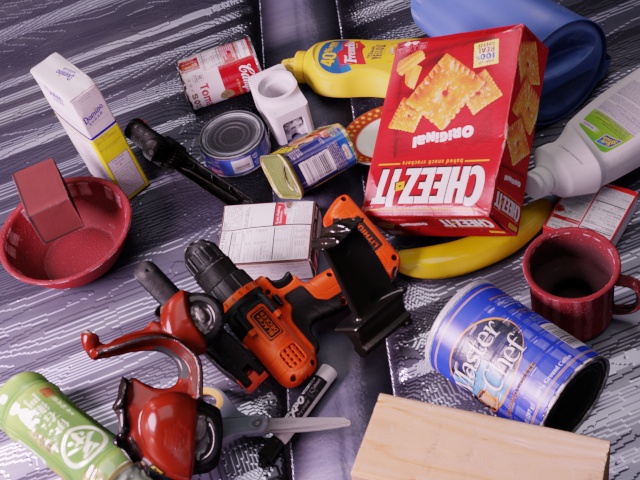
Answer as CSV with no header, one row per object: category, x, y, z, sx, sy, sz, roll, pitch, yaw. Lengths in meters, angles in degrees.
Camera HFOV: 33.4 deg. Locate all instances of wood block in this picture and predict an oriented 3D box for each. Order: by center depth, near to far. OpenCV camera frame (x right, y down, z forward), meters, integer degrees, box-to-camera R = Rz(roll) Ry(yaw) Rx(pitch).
wood block,0.143,0.213,0.943,0.206,0.091,0.090,9,53,21

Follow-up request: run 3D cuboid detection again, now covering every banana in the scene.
banana,0.161,0.003,1.147,0.198,0.037,0.069,-15,51,1

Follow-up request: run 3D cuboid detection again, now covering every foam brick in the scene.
foam brick,-0.311,-0.045,1.221,0.051,0.053,0.078,-26,51,-7

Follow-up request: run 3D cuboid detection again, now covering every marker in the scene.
marker,-0.024,0.174,1.063,0.020,0.020,0.121,23,60,29

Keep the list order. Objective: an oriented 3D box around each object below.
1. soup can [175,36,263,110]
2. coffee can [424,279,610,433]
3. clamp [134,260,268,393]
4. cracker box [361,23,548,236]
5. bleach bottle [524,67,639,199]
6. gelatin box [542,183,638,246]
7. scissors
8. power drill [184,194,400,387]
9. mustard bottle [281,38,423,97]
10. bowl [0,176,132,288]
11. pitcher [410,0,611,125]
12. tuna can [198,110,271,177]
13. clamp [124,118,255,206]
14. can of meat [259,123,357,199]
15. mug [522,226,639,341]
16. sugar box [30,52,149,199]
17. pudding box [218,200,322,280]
soup can,-0.129,-0.215,1.380,0.102,0.068,0.068,-19,49,-1
coffee can,0.184,0.115,1.006,0.102,0.103,0.140,-41,54,-20
clamp,-0.127,0.089,1.098,0.172,0.120,0.039,33,75,28
cracker box,0.142,-0.115,1.140,0.164,0.072,0.213,1,71,39
bleach bottle,0.315,-0.117,1.165,0.250,0.068,0.103,-29,50,-22
gelatin box,0.289,-0.024,1.143,0.073,0.030,0.089,21,58,26
scissors,-0.068,0.170,1.061,0.202,0.016,0.096,-17,43,11
power drill,-0.025,0.034,1.116,0.187,0.057,0.184,-37,81,-19
mustard bottle,0.043,-0.218,1.345,0.192,0.058,0.096,3,44,17
bowl,-0.290,0.002,1.249,0.162,0.055,0.162,-7,50,8
pitcher,0.226,-0.253,1.296,0.145,0.149,0.243,-42,49,-1
tuna can,-0.106,-0.120,1.318,0.086,0.034,0.086,-7,50,8
clamp,-0.172,-0.097,1.278,0.036,0.164,0.210,-56,33,1
can of meat,-0.012,-0.092,1.234,0.083,0.057,0.102,-30,11,-15
mug,0.261,0.048,1.055,0.117,0.081,0.093,6,53,19
sugar box,-0.273,-0.134,1.277,0.048,0.176,0.093,-39,53,-19
pudding box,-0.058,0.001,1.203,0.113,0.039,0.090,-4,51,12
